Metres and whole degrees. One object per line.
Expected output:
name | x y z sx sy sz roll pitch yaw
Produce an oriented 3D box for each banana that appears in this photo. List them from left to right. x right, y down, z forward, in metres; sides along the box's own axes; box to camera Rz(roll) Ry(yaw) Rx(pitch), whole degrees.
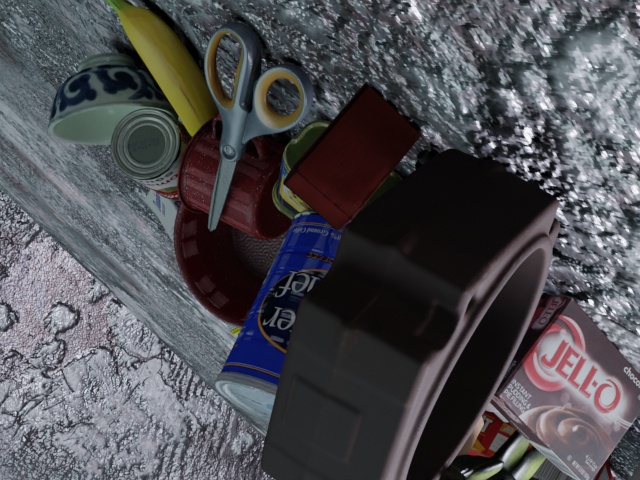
banana | -0.118 -0.135 0.913 0.070 0.037 0.197 57 177 40

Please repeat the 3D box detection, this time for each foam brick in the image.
foam brick | 0.020 -0.054 0.713 0.051 0.078 0.053 40 168 -2

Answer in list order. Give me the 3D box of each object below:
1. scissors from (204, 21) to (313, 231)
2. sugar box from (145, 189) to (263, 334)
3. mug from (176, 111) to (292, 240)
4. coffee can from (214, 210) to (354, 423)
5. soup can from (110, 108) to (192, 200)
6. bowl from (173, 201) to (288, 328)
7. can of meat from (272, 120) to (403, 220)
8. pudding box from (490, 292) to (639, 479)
scissors | -0.050 -0.071 0.812 0.096 0.016 0.202 21 134 21
sugar box | -0.112 0.011 1.097 0.176 0.048 0.093 60 161 1
mug | -0.062 -0.060 0.899 0.082 0.093 0.117 27 141 29
coffee can | -0.002 0.064 0.781 0.103 0.140 0.103 22 160 8
soup can | -0.146 -0.079 0.995 0.068 0.068 0.102 37 180 13
bowl | -0.057 0.001 1.009 0.162 0.162 0.055 37 -156 13
can of meat | 0.015 -0.037 0.822 0.102 0.057 0.084 38 163 7
pudding box | 0.177 0.107 0.773 0.113 0.090 0.039 46 166 -23
